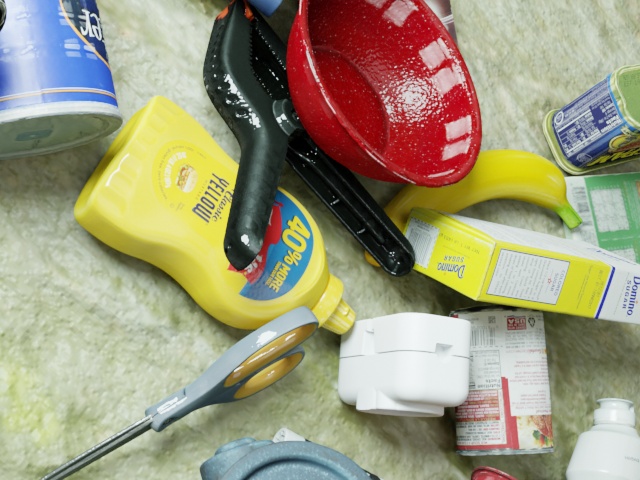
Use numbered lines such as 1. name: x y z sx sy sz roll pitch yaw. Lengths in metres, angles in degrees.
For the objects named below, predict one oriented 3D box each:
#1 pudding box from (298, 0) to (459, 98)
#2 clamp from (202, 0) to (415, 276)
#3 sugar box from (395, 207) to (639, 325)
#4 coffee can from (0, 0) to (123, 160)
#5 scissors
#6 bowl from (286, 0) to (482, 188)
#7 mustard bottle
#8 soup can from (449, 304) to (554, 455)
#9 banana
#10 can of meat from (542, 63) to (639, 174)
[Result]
1. pudding box: 0.044 -0.144 0.769 0.113 0.039 0.090 -6 84 -29
2. clamp: -0.030 -0.066 0.677 0.164 0.036 0.210 -5 65 -53
3. sugar box: 0.149 0.020 0.744 0.175 0.093 0.048 13 100 -34
4. coffee can: -0.177 -0.125 0.607 0.102 0.103 0.140 -10 86 -30
5. scissors: -0.084 0.105 0.657 0.202 0.096 0.016 -34 70 0
6. bowl: 0.031 -0.098 0.685 0.161 0.055 0.162 23 53 -35
7. mustard bottle: -0.054 0.001 0.677 0.191 0.058 0.096 37 54 -19
8. soup can: 0.127 0.099 0.754 0.068 0.069 0.102 3 79 -29
9. banana: 0.113 -0.031 0.784 0.197 0.037 0.069 -10 77 -27
10. can of meat: 0.242 -0.099 0.840 0.101 0.084 0.057 -14 77 -31
